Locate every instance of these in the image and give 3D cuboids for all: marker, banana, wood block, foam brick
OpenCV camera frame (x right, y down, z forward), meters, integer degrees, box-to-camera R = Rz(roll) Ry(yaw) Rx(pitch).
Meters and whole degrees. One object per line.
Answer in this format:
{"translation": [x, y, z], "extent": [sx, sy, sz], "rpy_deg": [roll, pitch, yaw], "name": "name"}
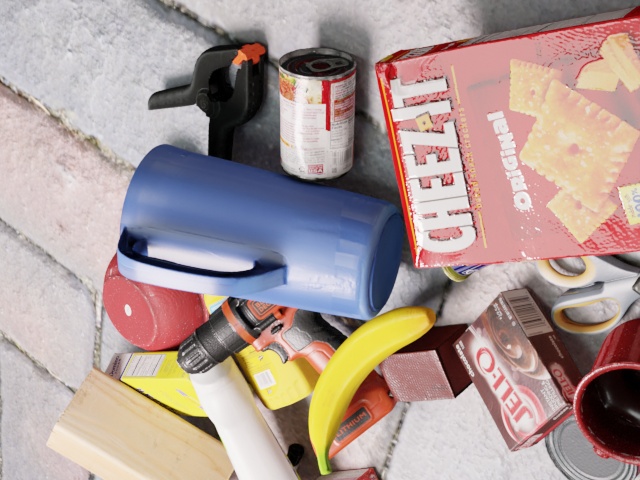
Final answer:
{"translation": [-0.040, 0.277, 1.250], "extent": [0.020, 0.020, 0.121], "rpy_deg": [37, 134, 21], "name": "marker"}
{"translation": [0.038, 0.124, 0.988], "extent": [0.070, 0.037, 0.198], "rpy_deg": [44, 117, 29], "name": "banana"}
{"translation": [-0.213, 0.251, 1.281], "extent": [0.206, 0.090, 0.091], "rpy_deg": [32, 148, -4], "name": "wood block"}
{"translation": [0.102, 0.115, 0.997], "extent": [0.078, 0.051, 0.053], "rpy_deg": [-11, 106, 46], "name": "foam brick"}

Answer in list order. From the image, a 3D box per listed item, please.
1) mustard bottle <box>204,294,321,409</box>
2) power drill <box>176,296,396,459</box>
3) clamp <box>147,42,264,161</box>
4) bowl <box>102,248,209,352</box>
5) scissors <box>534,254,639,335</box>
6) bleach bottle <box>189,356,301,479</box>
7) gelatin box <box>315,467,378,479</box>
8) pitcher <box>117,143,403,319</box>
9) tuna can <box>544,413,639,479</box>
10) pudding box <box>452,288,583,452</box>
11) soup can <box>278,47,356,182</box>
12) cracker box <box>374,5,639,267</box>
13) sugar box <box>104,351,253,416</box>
{"translation": [-0.073, 0.084, 1.136], "extent": [0.096, 0.058, 0.191], "rpy_deg": [-28, 93, 53], "name": "mustard bottle"}
{"translation": [-0.027, 0.125, 1.063], "extent": [0.184, 0.057, 0.187], "rpy_deg": [-38, 91, 10], "name": "power drill"}
{"translation": [-0.111, -0.142, 1.054], "extent": [0.120, 0.039, 0.172], "rpy_deg": [41, 133, 8], "name": "clamp"}
{"translation": [-0.206, 0.073, 1.257], "extent": [0.162, 0.055, 0.162], "rpy_deg": [22, 127, 33], "name": "bowl"}
{"translation": [0.246, 0.017, 0.828], "extent": [0.096, 0.016, 0.202], "rpy_deg": [52, 138, -1], "name": "scissors"}
{"translation": [-0.077, 0.218, 1.158], "extent": [0.251, 0.068, 0.103], "rpy_deg": [65, 170, -17], "name": "bleach bottle"}
{"translation": [0.038, 0.291, 1.177], "extent": [0.089, 0.030, 0.073], "rpy_deg": [-21, 97, 48], "name": "gelatin box"}
{"translation": [-0.056, 0.001, 0.975], "extent": [0.243, 0.149, 0.145], "rpy_deg": [12, 164, 19], "name": "pitcher"}
{"translation": [0.238, 0.173, 0.917], "extent": [0.086, 0.033, 0.086], "rpy_deg": [23, 127, 33], "name": "tuna can"}
{"translation": [0.171, 0.110, 0.913], "extent": [0.090, 0.039, 0.113], "rpy_deg": [-57, 49, 46], "name": "pudding box"}
{"translation": [-0.003, -0.111, 0.949], "extent": [0.069, 0.068, 0.102], "rpy_deg": [23, 128, 32], "name": "soup can"}
{"translation": [0.159, -0.071, 0.771], "extent": [0.214, 0.072, 0.164], "rpy_deg": [-6, 104, 28], "name": "cracker box"}
{"translation": [-0.172, 0.171, 1.264], "extent": [0.177, 0.048, 0.093], "rpy_deg": [-11, 137, 44], "name": "sugar box"}
